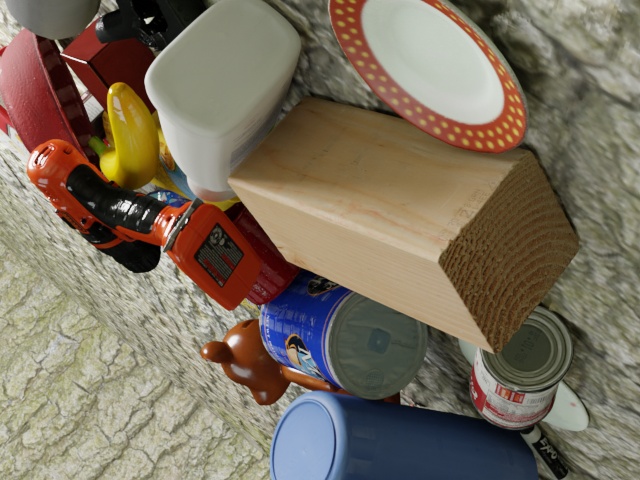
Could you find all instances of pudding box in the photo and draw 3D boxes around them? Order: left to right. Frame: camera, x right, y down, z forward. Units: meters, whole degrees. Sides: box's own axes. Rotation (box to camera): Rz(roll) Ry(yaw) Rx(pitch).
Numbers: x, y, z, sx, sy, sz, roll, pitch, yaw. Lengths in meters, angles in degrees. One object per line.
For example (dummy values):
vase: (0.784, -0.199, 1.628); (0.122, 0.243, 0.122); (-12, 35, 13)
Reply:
pudding box: (-0.257, -0.099, 1.159); (0.039, 0.090, 0.113); (36, 163, 19)

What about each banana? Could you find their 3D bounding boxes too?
banana: (-0.167, -0.079, 0.912); (0.069, 0.037, 0.198); (41, 161, -8)

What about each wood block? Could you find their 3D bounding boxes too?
wood block: (0.047, -0.018, 0.683); (0.206, 0.090, 0.090); (22, 156, 49)

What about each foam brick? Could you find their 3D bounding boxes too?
foam brick: (-0.173, -0.145, 0.916); (0.053, 0.051, 0.078); (25, 158, 45)

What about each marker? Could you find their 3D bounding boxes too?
marker: (0.207, 0.194, 1.005); (0.020, 0.020, 0.121); (20, 154, 51)

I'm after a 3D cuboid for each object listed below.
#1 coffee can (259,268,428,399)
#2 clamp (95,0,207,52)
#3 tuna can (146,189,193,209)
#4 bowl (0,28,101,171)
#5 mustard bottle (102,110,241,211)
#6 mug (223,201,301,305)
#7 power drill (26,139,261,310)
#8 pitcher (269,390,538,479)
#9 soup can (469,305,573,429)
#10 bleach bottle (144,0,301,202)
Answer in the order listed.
coffee can: (0.019, 0.083, 0.989); (0.102, 0.102, 0.141); (48, 163, -23)
clamp: (-0.110, -0.151, 0.783); (0.120, 0.039, 0.172); (32, 165, -7)
tuna can: (-0.152, -0.024, 1.149); (0.086, 0.033, 0.086); (5, 158, 2)
bowl: (-0.266, -0.132, 1.026); (0.162, 0.055, 0.162); (160, 89, -88)
mustard bottle: (-0.118, -0.073, 0.967); (0.192, 0.058, 0.096); (24, 151, 45)
mug: (-0.057, 0.001, 0.999); (0.081, 0.093, 0.117); (41, 128, -17)
power drill: (-0.143, -0.003, 0.910); (0.188, 0.057, 0.184); (20, 161, 33)
pitcher: (0.080, 0.220, 0.981); (0.242, 0.145, 0.149); (19, 172, -35)
soup can: (0.147, 0.095, 0.792); (0.068, 0.068, 0.102); (35, 163, 18)
bleach bottle: (-0.072, -0.078, 0.770); (0.068, 0.102, 0.251); (41, 164, 5)
